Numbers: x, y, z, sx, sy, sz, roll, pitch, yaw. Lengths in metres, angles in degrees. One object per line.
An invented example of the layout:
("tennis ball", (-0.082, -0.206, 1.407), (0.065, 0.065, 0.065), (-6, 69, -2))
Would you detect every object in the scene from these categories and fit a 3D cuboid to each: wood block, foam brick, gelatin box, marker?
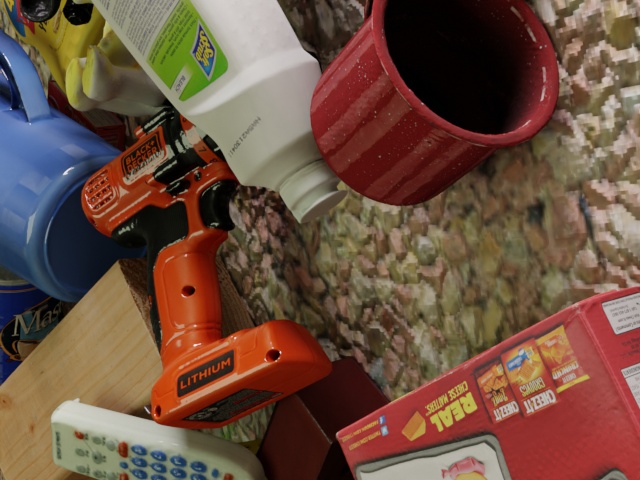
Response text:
("wood block", (-0.143, 0.102, 0.751), (0.206, 0.090, 0.090), (-42, 67, 34))
("foam brick", (0.003, 0.117, 0.632), (0.051, 0.052, 0.078), (49, 137, 33))
("gelatin box", (-0.191, -0.078, 0.853), (0.089, 0.030, 0.073), (42, 131, 38))
("marker", (-0.154, -0.192, 0.724), (0.020, 0.020, 0.121), (-45, 32, 50))

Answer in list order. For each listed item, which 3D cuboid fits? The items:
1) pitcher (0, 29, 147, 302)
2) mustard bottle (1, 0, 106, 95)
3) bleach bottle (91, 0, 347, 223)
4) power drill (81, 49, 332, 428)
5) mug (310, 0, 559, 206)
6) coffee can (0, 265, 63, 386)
("pitcher", (-0.228, -0.058, 0.780), (0.243, 0.145, 0.149), (28, 167, 38))
("mustard bottle", (-0.197, -0.186, 0.803), (0.192, 0.058, 0.096), (46, 124, 37))
("bleach bottle", (-0.068, -0.116, 0.560), (0.251, 0.067, 0.103), (58, 145, 11))
("power drill", (-0.054, 0.001, 0.614), (0.185, 0.057, 0.188), (-32, 61, 30))
("mug", (0.043, -0.078, 0.488), (0.082, 0.093, 0.117), (-42, 59, 56))
("coffee can", (-0.284, 0.063, 0.963), (0.103, 0.102, 0.140), (42, 132, 39))
